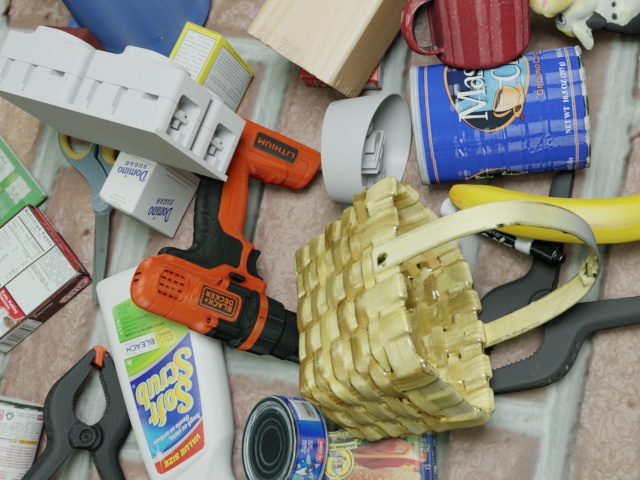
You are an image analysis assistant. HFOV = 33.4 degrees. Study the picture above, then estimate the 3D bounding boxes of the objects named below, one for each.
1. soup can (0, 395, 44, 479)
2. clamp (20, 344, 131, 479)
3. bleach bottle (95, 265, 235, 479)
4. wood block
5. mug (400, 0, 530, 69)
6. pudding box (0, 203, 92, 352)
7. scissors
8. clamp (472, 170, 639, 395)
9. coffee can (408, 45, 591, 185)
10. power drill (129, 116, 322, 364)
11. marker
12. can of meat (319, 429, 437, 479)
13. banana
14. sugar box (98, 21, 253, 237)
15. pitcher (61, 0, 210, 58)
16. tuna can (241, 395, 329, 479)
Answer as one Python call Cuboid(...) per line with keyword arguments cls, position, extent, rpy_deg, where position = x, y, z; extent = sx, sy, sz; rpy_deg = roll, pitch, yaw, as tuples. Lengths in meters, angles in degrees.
Cuboid(cls="soup can", position=(-0.289, 0.192, 0.953), extent=(0.068, 0.068, 0.102), rpy_deg=(10, 81, 13))
Cuboid(cls="clamp", position=(-0.200, 0.182, 0.945), extent=(0.120, 0.039, 0.171), rpy_deg=(22, 74, -19))
Cuboid(cls="bleach bottle", position=(-0.116, 0.143, 0.931), extent=(0.102, 0.068, 0.251), rpy_deg=(-20, 78, 9))
Cuboid(cls="wood block", position=(0.039, -0.234, 0.907), extent=(0.090, 0.090, 0.206), rpy_deg=(35, 97, 15))
Cuboid(cls="mug", position=(0.117, -0.187, 0.862), extent=(0.117, 0.081, 0.093), rpy_deg=(-28, 40, -18))
Cuboid(cls="pudding box", position=(-0.284, 0.035, 0.998), extent=(0.113, 0.039, 0.090), rpy_deg=(-39, 74, 0))
Cuboid(cls="scissors", position=(-0.220, -0.044, 1.003), extent=(0.096, 0.016, 0.201), rpy_deg=(11, 76, 18))
Cuboid(cls="clamp", position=(0.190, 0.048, 0.896), extent=(0.210, 0.036, 0.165), rpy_deg=(-37, 64, 7))
Cuboid(cls="coffee can", position=(0.151, -0.104, 0.900), extent=(0.140, 0.102, 0.103), rpy_deg=(-6, 78, 10))
Cuboid(cls="power drill", position=(-0.056, 0.001, 0.920), extent=(0.184, 0.057, 0.187), rpy_deg=(24, 69, -25))
Cuboid(cls="marker", position=(0.154, -0.007, 0.903), extent=(0.121, 0.020, 0.020), rpy_deg=(27, 85, 36))
Cuboid(cls="can of meat", position=(0.048, 0.200, 0.888), extent=(0.102, 0.057, 0.084), rpy_deg=(-4, 76, 11))
Cuboid(cls="banana", position=(0.202, -0.023, 0.869), extent=(0.198, 0.069, 0.037), rpy_deg=(0, 115, 11))
Cuboid(cls="sugar box", position=(-0.128, -0.097, 0.962), extent=(0.048, 0.093, 0.176), rpy_deg=(27, 85, 20))
Cuboid(cls="pitcher", position=(-0.183, -0.271, 0.930), extent=(0.145, 0.242, 0.149), rpy_deg=(12, 75, 15))
Cuboid(cls="tuna can", position=(-0.031, 0.173, 0.896), extent=(0.086, 0.033, 0.086), rpy_deg=(-21, 64, 51))
